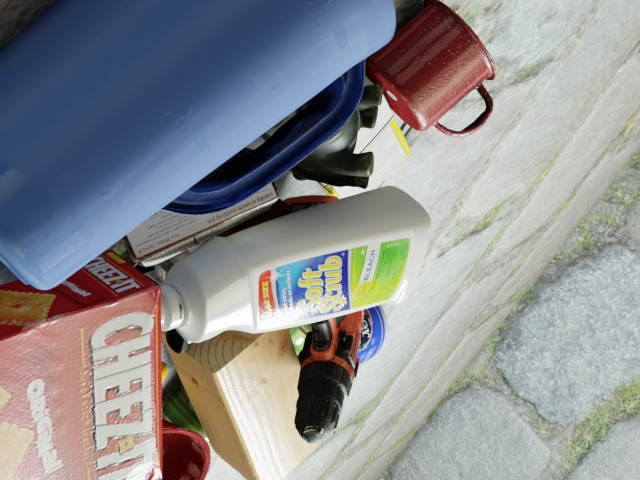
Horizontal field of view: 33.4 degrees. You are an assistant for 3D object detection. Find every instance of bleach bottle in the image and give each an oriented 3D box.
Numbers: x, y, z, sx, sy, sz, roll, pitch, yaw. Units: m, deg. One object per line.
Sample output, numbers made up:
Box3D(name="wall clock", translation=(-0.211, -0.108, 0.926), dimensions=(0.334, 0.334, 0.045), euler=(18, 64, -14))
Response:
Box3D(name="bleach bottle", translation=(-0.027, 0.028, 0.807), dimensions=(0.250, 0.068, 0.103), euler=(-17, 136, -40))

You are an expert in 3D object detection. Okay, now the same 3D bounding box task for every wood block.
Box3D(name="wood block", translation=(-0.075, 0.146, 1.061), dimensions=(0.090, 0.091, 0.206), euler=(-40, 140, -23))

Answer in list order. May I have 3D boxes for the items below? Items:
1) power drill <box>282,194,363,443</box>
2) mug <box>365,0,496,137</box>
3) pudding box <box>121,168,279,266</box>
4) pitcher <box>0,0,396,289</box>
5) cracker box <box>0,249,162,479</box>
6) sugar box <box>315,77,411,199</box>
Box3D(name="power drill", translation=(-0.004, 0.067, 0.985), dimensions=(0.184, 0.057, 0.187), euler=(-77, 161, -52))
Box3D(name="mug", translation=(0.100, -0.141, 0.932), dimensions=(0.081, 0.117, 0.093), euler=(-42, -173, -3))
Box3D(name="pudding box", translation=(-0.088, -0.020, 0.765), dimensions=(0.113, 0.039, 0.090), euler=(-26, 179, -7))
Box3D(name="pitcher", translation=(-0.084, -0.081, 0.571), dimensions=(0.242, 0.149, 0.145), euler=(-41, -179, -10))
Box3D(name="cracker box", translation=(-0.204, 0.116, 0.680), dimensions=(0.213, 0.072, 0.164), euler=(-19, 125, -38))
Box3D(name="sugar box", translation=(0.027, -0.088, 0.986), dimensions=(0.093, 0.048, 0.176), euler=(-46, 160, 0))
